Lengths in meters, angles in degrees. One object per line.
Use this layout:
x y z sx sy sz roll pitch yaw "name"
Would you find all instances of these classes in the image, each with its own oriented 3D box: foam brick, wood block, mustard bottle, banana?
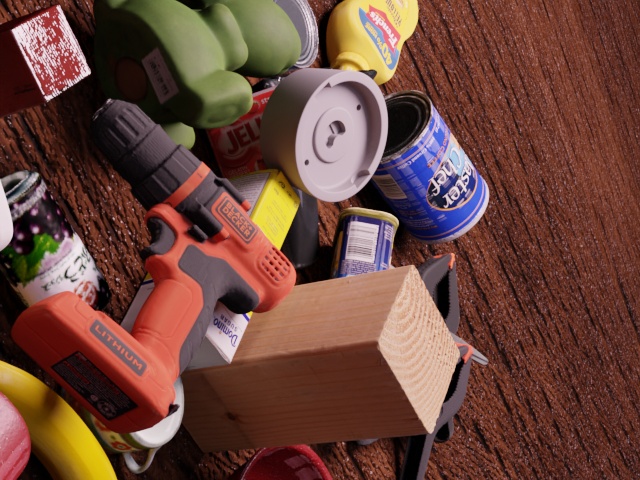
-0.203 -0.114 0.702 0.051 0.078 0.053 -51 125 -51 "foam brick"
-0.013 0.094 0.812 0.090 0.206 0.090 60 36 -26 "wood block"
0.050 -0.222 1.152 0.096 0.058 0.191 56 39 -30 "mustard bottle"
-0.178 0.140 0.698 0.198 0.037 0.069 65 34 -21 "banana"

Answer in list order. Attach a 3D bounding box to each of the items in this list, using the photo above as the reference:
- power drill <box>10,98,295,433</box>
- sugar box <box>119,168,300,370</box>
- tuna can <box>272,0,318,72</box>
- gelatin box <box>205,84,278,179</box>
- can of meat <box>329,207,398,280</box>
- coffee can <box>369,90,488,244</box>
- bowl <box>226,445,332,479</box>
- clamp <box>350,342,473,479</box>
-0.114 0.015 0.692 0.184 0.057 0.187 46 45 -12 "power drill"
-0.085 0.023 0.829 0.048 0.093 0.176 53 41 -34 "sugar box"
-0.039 -0.204 1.029 0.086 0.034 0.086 24 61 -53 "tuna can"
-0.051 -0.090 0.927 0.030 0.089 0.073 -132 -157 -74 "gelatin box"
0.037 0.029 1.022 0.102 0.057 0.084 103 -3 -64 "can of meat"
0.106 -0.077 1.153 0.140 0.103 0.102 49 42 -38 "coffee can"
-0.044 0.243 0.859 0.161 0.055 0.162 24 60 -52 "bowl"
0.106 0.182 1.095 0.171 0.039 0.120 -44 130 -25 "clamp"
